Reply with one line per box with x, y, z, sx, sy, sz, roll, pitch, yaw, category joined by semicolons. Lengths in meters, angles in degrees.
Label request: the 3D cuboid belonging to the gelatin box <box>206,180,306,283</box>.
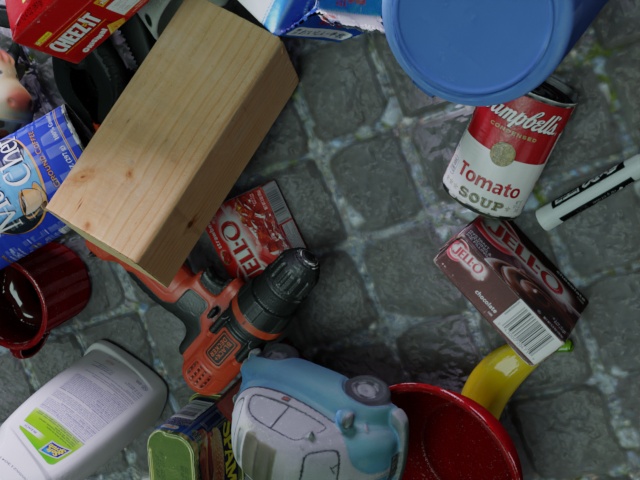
-0.056;0.001;0.947;0.073;0.030;0.089;-22;95;31;gelatin box

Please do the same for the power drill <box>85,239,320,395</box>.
-0.106;0.022;0.929;0.188;0.057;0.185;47;122;9;power drill

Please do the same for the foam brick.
-0.047;0.137;0.975;0.051;0.052;0.078;47;121;5;foam brick

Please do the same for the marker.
0.217;-0.043;0.805;0.121;0.020;0.020;-32;91;30;marker

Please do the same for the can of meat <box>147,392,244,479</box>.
-0.119;0.208;1.014;0.058;0.083;0.102;5;108;24;can of meat

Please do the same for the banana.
0.144;0.157;0.896;0.070;0.037;0.198;26;116;19;banana

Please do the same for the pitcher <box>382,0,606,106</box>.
0.117;-0.163;0.685;0.145;0.242;0.149;-1;114;22;pitcher

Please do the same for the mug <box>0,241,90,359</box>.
-0.281;0.061;1.046;0.093;0.081;0.117;16;112;21;mug

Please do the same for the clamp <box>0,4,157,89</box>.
-0.205;-0.208;0.947;0.210;0.036;0.165;39;120;7;clamp

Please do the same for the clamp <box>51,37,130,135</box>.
-0.214;-0.171;0.920;0.120;0.039;0.171;18;126;36;clamp

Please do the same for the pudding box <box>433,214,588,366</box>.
0.148;0.032;0.823;0.113;0.089;0.039;49;122;3;pudding box

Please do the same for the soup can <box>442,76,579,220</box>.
0.141;-0.075;0.804;0.068;0.068;0.102;30;118;14;soup can

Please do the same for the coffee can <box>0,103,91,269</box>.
-0.264;-0.044;0.958;0.140;0.103;0.103;-30;93;-2;coffee can

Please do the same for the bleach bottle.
-0.246;0.178;0.970;0.103;0.250;0.068;31;117;14;bleach bottle

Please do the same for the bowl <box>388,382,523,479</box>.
0.106;0.183;0.869;0.162;0.055;0.162;15;114;36;bowl

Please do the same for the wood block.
-0.113;-0.079;0.855;0.090;0.091;0.206;29;81;15;wood block
